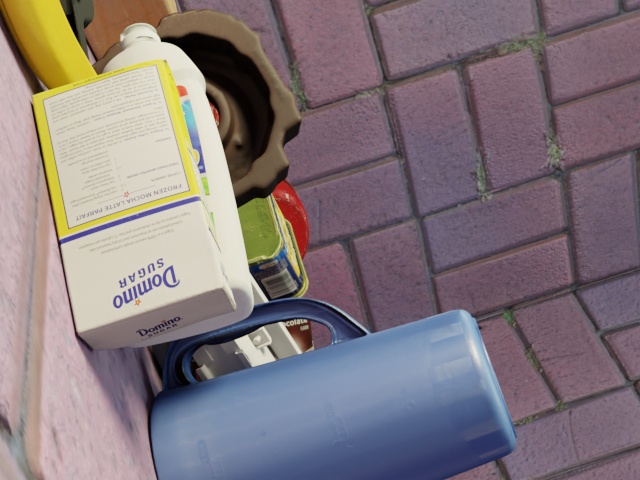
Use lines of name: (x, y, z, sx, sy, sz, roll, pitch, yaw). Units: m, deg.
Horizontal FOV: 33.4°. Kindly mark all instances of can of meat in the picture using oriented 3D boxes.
can of meat: (-0.057, 0.001, 1.021, 0.084, 0.057, 0.102, 65, 6, -56)

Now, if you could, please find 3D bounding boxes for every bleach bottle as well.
bleach bottle: (-0.120, -0.053, 0.773, 0.068, 0.102, 0.251, 84, -9, -61)

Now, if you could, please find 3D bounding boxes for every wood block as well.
wood block: (-0.200, -0.263, 0.996, 0.206, 0.090, 0.091, 74, -2, -60)

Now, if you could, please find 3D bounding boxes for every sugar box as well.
sugar box: (-0.119, -0.025, 0.673, 0.048, 0.093, 0.176, 72, 1, -66)

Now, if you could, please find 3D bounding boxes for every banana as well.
banana: (-0.183, -0.159, 0.700, 0.069, 0.037, 0.198, -55, 140, -50)

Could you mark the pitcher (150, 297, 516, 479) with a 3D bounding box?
pitcher: (0.007, 0.126, 0.767, 0.145, 0.243, 0.149, -100, 169, -56)
